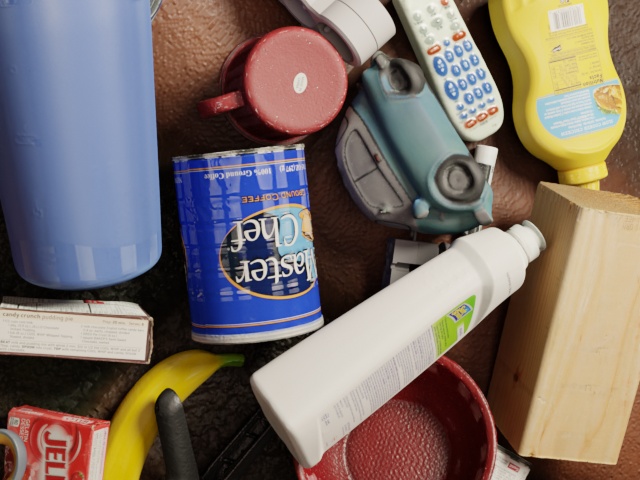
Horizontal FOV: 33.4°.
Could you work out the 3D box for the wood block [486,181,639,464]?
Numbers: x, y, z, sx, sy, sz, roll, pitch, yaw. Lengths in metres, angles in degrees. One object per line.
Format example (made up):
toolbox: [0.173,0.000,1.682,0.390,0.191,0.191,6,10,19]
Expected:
wood block: [0.209,0.066,0.870,0.090,0.091,0.206,8,105,-13]

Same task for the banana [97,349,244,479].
banana: [-0.137,0.160,0.841,0.069,0.037,0.198,34,85,-13]

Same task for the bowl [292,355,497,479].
bowl: [0.060,0.167,0.860,0.162,0.055,0.162,-3,69,7]

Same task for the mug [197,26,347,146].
mug: [-0.038,-0.117,0.825,0.117,0.082,0.093,-16,97,-13]

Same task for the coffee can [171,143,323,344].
coffee can: [-0.055,0.001,0.817,0.102,0.103,0.140,-7,95,-13]

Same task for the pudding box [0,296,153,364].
pudding box: [-0.186,0.066,0.796,0.113,0.090,0.039,3,92,-14]

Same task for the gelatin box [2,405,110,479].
gelatin box: [-0.204,0.176,0.813,0.073,0.030,0.089,8,92,16]

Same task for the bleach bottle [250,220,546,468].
bleach bottle: [0.068,0.069,0.823,0.250,0.102,0.068,-34,62,-11]

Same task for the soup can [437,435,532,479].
soup can: [0.124,0.215,0.892,0.068,0.069,0.102,31,85,-14]

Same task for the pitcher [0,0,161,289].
pitcher: [-0.186,-0.094,0.755,0.144,0.149,0.243,-13,112,-26]

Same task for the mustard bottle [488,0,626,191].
mustard bottle: [0.206,-0.124,0.896,0.096,0.058,0.191,-15,97,-17]

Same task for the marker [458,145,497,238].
marker: [0.129,-0.020,0.904,0.020,0.020,0.121,11,91,-14]

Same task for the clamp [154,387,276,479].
clamp: [-0.103,0.193,0.836,0.120,0.039,0.171,25,86,-35]
